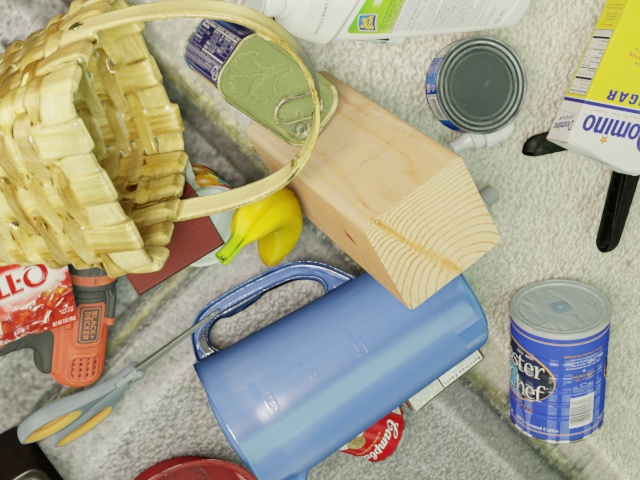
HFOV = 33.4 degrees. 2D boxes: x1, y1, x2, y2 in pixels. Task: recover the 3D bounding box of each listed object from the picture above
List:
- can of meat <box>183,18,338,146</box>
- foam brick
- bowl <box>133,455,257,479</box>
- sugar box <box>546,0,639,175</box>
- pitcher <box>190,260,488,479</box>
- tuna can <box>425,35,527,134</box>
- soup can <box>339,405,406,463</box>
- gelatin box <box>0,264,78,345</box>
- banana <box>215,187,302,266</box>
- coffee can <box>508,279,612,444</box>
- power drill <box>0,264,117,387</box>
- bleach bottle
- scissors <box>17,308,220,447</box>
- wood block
[{"bbox_3d":[-0.048,-0.127,0.828,0.102,0.084,0.057,31,96,-37],"label":"can of meat"},{"bbox_3d":[-0.122,-0.006,0.802,0.078,0.053,0.051,-31,124,-10],"label":"foam brick"},{"bbox_3d":[-0.135,0.259,0.999,0.161,0.055,0.162,-13,120,-24],"label":"bowl"},{"bbox_3d":[0.292,-0.158,1.006,0.093,0.048,0.176,20,93,-22],"label":"sugar box"},{"bbox_3d":[0.015,0.096,0.933,0.242,0.145,0.149,-32,124,-7],"label":"pitcher"},{"bbox_3d":[0.137,-0.137,0.942,0.086,0.034,0.086,-2,97,-15],"label":"tuna can"},{"bbox_3d":[0.025,0.171,1.036,0.102,0.069,0.068,25,101,-36],"label":"soup can"},{"bbox_3d":[-0.227,0.036,0.775,0.089,0.030,0.073,-18,119,-24],"label":"gelatin box"},{"bbox_3d":[-0.043,-0.012,0.856,0.069,0.037,0.197,-46,172,4],"label":"banana"},{"bbox_3d":[0.249,0.126,1.117,0.102,0.103,0.140,-18,122,-21],"label":"coffee can"},{"bbox_3d":[-0.246,0.038,0.818,0.187,0.057,0.184,-3,116,-28],"label":"power drill"},{"bbox_3d":[0.060,-0.207,0.838,0.250,0.068,0.103,-12,140,-30],"label":"bleach bottle"},{"bbox_3d":[-0.172,0.116,0.867,0.202,0.016,0.096,-42,159,29],"label":"scissors"},{"bbox_3d":[0.035,-0.046,0.841,0.090,0.206,0.090,-38,128,-7],"label":"wood block"}]
